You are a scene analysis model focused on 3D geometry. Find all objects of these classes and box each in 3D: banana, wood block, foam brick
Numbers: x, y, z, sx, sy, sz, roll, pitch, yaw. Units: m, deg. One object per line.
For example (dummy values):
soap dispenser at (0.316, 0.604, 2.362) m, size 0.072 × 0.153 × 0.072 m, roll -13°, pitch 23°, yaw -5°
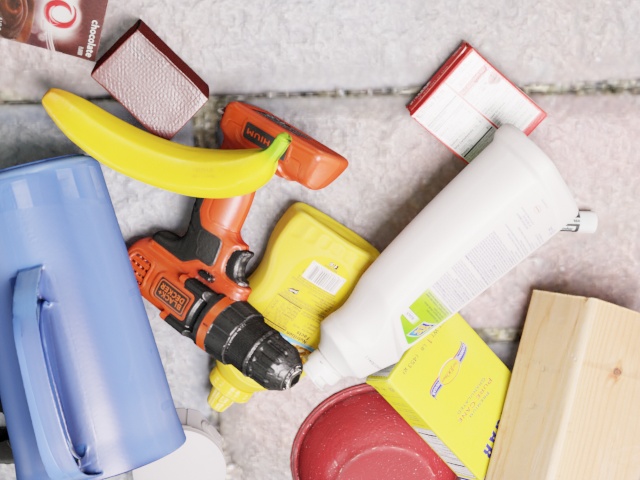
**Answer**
banana at (-0.113, -0.068, 0.793) m, size 0.198 × 0.037 × 0.070 m, roll 11°, pitch 120°, yaw 13°
wood block at (0.211, 0.154, 0.887) m, size 0.090 × 0.090 × 0.206 m, roll 17°, pitch 86°, yaw -22°
foam brick at (-0.130, -0.123, 0.825) m, size 0.053 × 0.051 × 0.078 m, roll -42°, pitch 108°, yaw 9°

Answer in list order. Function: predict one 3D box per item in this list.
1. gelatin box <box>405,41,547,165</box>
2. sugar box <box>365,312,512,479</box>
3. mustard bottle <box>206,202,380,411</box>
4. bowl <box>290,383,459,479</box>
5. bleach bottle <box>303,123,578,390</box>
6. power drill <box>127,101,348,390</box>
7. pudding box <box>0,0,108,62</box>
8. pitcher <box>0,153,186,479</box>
gelatin box at (0.126, -0.105, 0.864) m, size 0.089 × 0.030 × 0.073 m, roll 38°, pitch 104°, yaw -16°
sugar box at (0.128, 0.144, 0.927) m, size 0.176 × 0.048 × 0.093 m, roll 46°, pitch 69°, yaw -16°
mustard bottle at (-0.036, 0.068, 0.898) m, size 0.096 × 0.058 × 0.192 m, roll 31°, pitch 104°, yaw -20°
bowl at (0.055, 0.211, 0.959) m, size 0.162 × 0.055 × 0.162 m, roll -1°, pitch 110°, yaw -4°
bleach bottle at (0.084, 0.025, 0.847) m, size 0.251 × 0.068 × 0.102 m, roll -41°, pitch 140°, yaw 4°
power drill at (-0.055, 0.001, 0.832) m, size 0.185 × 0.057 × 0.188 m, roll 34°, pitch 101°, yaw 24°
pudding box at (-0.197, -0.196, 0.781) m, size 0.090 × 0.039 × 0.114 m, roll 14°, pitch 131°, yaw -10°
pitcher at (-0.195, 0.062, 0.813) m, size 0.144 × 0.149 × 0.243 m, roll -17°, pitch 95°, yaw -40°
